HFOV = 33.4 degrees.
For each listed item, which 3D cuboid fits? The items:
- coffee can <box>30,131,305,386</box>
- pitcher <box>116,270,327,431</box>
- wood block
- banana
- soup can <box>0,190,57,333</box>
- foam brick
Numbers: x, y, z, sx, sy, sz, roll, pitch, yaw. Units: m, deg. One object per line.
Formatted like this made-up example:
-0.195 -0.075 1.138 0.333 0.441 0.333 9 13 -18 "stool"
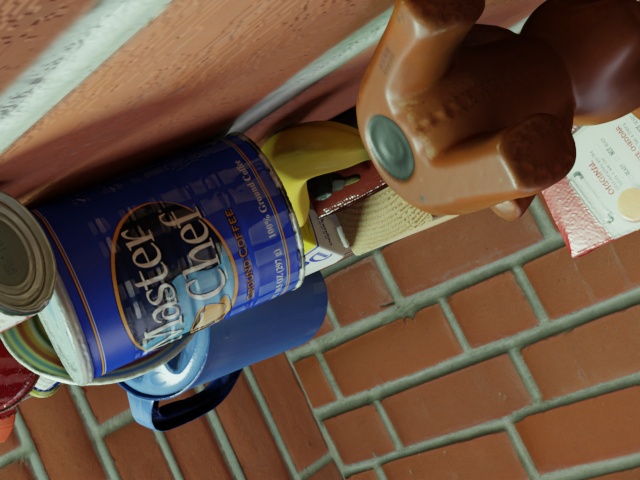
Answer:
-0.094 0.009 0.616 0.140 0.103 0.103 -23 176 -21 "coffee can"
-0.097 0.078 1.034 0.149 0.145 0.242 -37 165 27 "pitcher"
0.097 -0.060 1.014 0.090 0.091 0.205 -26 177 33 "wood block"
-0.012 -0.044 0.731 0.037 0.069 0.198 -56 -169 -19 "banana"
-0.186 0.025 0.514 0.102 0.068 0.068 -27 176 23 "soup can"
0.029 -0.060 0.867 0.078 0.051 0.052 -27 176 31 "foam brick"
